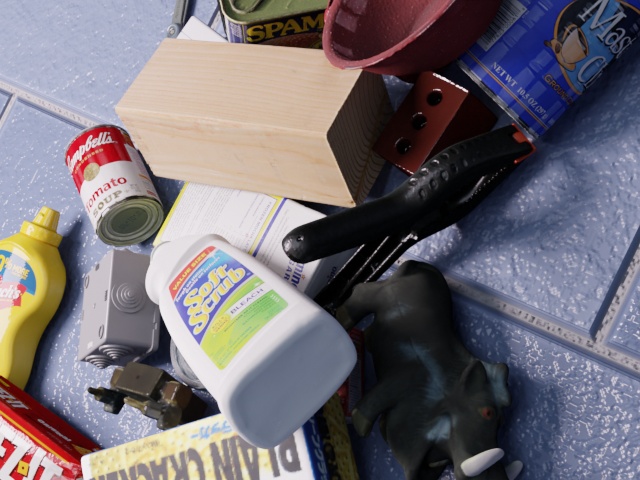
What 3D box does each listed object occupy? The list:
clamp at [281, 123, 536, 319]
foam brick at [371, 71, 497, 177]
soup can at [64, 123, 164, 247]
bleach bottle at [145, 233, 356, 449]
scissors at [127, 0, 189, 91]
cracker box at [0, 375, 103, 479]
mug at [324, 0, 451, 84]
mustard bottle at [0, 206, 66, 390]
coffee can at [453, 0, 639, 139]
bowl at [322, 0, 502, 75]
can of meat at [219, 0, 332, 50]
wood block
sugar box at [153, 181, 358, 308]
[{"bbox_3d":[0.065,-0.015,0.790,0.209,0.164,0.036,-32,70,-12],"label":"clamp"},{"bbox_3d":[0.089,-0.083,0.831,0.053,0.051,0.078,36,95,39],"label":"foam brick"},{"bbox_3d":[-0.196,-0.052,1.012,0.069,0.068,0.102,-41,55,16],"label":"soup can"},{"bbox_3d":[-0.077,0.056,0.802,0.102,0.068,0.251,-43,33,-11],"label":"bleach bottle"},{"bbox_3d":[-0.161,-0.194,1.075,0.096,0.016,0.202,-19,62,29],"label":"scissors"},{"bbox_3d":[-0.301,0.249,0.946,0.164,0.072,0.214,29,91,24],"label":"cracker box"},{"bbox_3d":[0.057,-0.177,0.855,0.082,0.117,0.093,41,129,34],"label":"mug"},{"bbox_3d":[-0.303,0.057,1.052,0.096,0.058,0.191,20,84,31],"label":"mustard bottle"},{"bbox_3d":[0.170,-0.158,0.769,0.140,0.102,0.103,-46,53,12],"label":"coffee can"},{"bbox_3d":[0.077,-0.172,0.752,0.162,0.055,0.162,-35,35,29],"label":"bowl"},{"bbox_3d":[-0.032,-0.188,0.913,0.102,0.084,0.057,-12,62,-5],"label":"can of meat"},{"bbox_3d":[-0.052,-0.099,0.880,0.206,0.090,0.090,10,56,30],"label":"wood block"},{"bbox_3d":[-0.056,0.001,0.907,0.176,0.048,0.093,28,89,36],"label":"sugar box"}]
